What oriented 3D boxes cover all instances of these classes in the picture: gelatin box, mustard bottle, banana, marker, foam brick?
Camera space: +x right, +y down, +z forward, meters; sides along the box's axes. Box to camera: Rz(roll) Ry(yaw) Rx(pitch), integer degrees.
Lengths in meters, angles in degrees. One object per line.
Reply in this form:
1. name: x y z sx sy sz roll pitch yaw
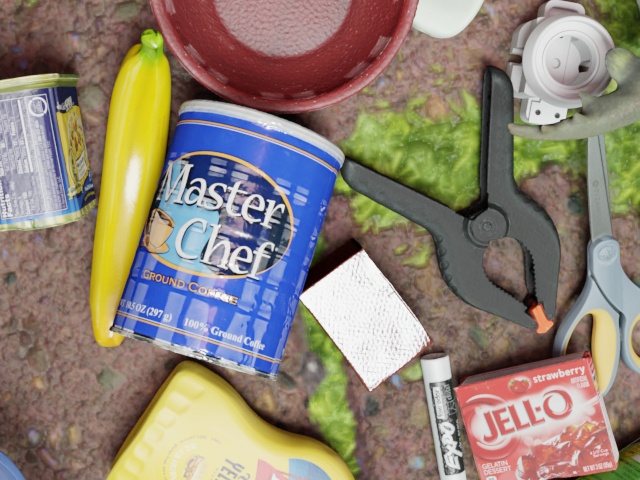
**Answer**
1. gelatin box: 0.138 0.117 0.686 0.089 0.030 0.073 -15 91 19
2. mustard bottle: -0.034 0.165 0.684 0.191 0.058 0.096 33 94 -7
3. banana: -0.118 -0.036 0.652 0.037 0.069 0.198 10 108 2
4. marker: 0.084 0.135 0.708 0.020 0.020 0.121 -10 97 -3
5. foam brick: 0.026 0.046 0.678 0.053 0.051 0.078 -36 97 0

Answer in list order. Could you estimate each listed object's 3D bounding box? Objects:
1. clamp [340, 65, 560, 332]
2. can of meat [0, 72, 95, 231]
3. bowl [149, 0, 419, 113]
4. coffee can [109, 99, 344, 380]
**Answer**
1. clamp: 0.108 -0.022 0.681 0.120 0.039 0.171 -39 103 11
2. can of meat: -0.169 -0.053 0.631 0.057 0.102 0.084 -9 99 -2
3. bowl: -0.022 -0.158 0.651 0.162 0.055 0.162 0 96 -4
4. coffee can: -0.054 0.001 0.630 0.102 0.103 0.140 18 83 -5
